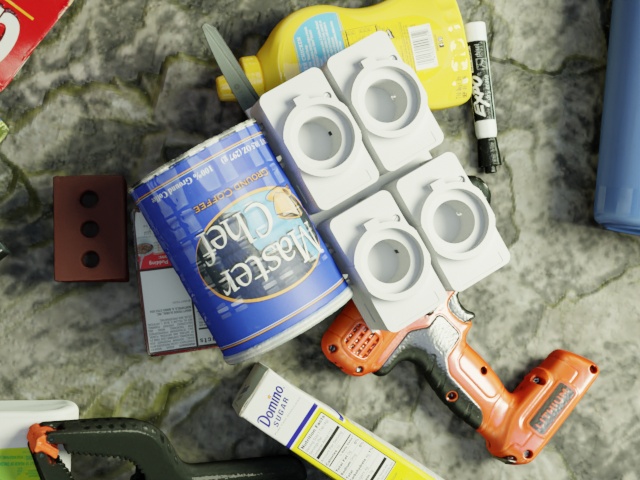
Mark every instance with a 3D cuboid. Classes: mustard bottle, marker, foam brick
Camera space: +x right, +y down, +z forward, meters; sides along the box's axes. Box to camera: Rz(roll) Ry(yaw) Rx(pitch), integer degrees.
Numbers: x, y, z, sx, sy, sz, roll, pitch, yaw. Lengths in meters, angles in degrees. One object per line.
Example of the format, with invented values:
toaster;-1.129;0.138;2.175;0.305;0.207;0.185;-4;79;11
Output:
mustard bottle;0.015;-0.134;0.820;0.191;0.058;0.096;-12;95;-9
marker;0.129;-0.114;0.855;0.020;0.020;0.121;-6;88;-8
foam brick;-0.170;-0.007;0.791;0.053;0.051;0.078;-2;88;-8

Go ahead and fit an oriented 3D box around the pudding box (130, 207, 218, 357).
pudding box;-0.093;0.026;0.808;0.090;0.039;0.113;-7;90;-10

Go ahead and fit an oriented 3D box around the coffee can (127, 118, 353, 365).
coffee can;-0.055;0.001;0.742;0.102;0.103;0.140;-30;94;-8

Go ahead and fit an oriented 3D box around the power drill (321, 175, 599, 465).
power drill;0.120;0.067;0.828;0.187;0.057;0.184;40;83;-3

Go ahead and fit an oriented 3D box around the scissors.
scissors;-0.016;-0.075;0.795;0.096;0.016;0.202;-14;112;1

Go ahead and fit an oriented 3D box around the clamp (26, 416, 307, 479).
clamp;-0.115;0.181;0.769;0.164;0.036;0.209;-50;118;-11

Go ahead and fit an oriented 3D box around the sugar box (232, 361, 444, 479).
sugar box;0.018;0.156;0.789;0.176;0.093;0.048;32;83;-4
